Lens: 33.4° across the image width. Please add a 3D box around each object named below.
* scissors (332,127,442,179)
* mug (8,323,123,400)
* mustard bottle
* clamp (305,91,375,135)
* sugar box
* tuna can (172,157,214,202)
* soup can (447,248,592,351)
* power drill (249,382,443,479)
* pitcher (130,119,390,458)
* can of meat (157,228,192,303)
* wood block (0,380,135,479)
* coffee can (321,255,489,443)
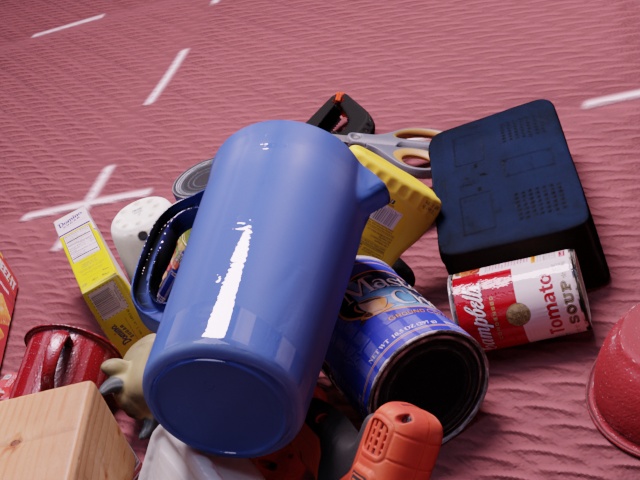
[{"bbox_3d":[0.046,-0.095,1.133,0.201,0.016,0.096,-1,36,-2],"label":"scissors"},{"bbox_3d":[-0.232,0.127,0.952,0.093,0.117,0.081,12,54,-1],"label":"mug"},{"bbox_3d":[0.017,0.018,0.944,0.192,0.096,0.058,-57,16,12],"label":"mustard bottle"},{"bbox_3d":[0.021,-0.100,1.201,0.165,0.036,0.209,-5,40,25],"label":"clamp"},{"bbox_3d":[-0.225,0.041,1.099,0.048,0.093,0.176,-30,31,-11],"label":"sugar box"},{"bbox_3d":[-0.129,-0.062,1.245,0.086,0.033,0.086,-17,32,11],"label":"tuna can"},{"bbox_3d":[0.160,0.050,0.855,0.102,0.068,0.068,-14,33,16],"label":"soup can"},{"bbox_3d":[0.000,0.181,0.729,0.188,0.057,0.184,20,89,60],"label":"power drill"},{"bbox_3d":[-0.053,0.033,0.766,0.149,0.145,0.242,-49,16,38],"label":"pitcher"},{"bbox_3d":[-0.133,0.025,1.058,0.084,0.057,0.102,-58,23,22],"label":"can of meat"},{"bbox_3d":[-0.193,0.202,0.717,0.091,0.090,0.206,-14,33,8],"label":"wood block"},{"bbox_3d":[0.052,0.085,0.840,0.102,0.103,0.140,-31,32,-11],"label":"coffee can"}]
